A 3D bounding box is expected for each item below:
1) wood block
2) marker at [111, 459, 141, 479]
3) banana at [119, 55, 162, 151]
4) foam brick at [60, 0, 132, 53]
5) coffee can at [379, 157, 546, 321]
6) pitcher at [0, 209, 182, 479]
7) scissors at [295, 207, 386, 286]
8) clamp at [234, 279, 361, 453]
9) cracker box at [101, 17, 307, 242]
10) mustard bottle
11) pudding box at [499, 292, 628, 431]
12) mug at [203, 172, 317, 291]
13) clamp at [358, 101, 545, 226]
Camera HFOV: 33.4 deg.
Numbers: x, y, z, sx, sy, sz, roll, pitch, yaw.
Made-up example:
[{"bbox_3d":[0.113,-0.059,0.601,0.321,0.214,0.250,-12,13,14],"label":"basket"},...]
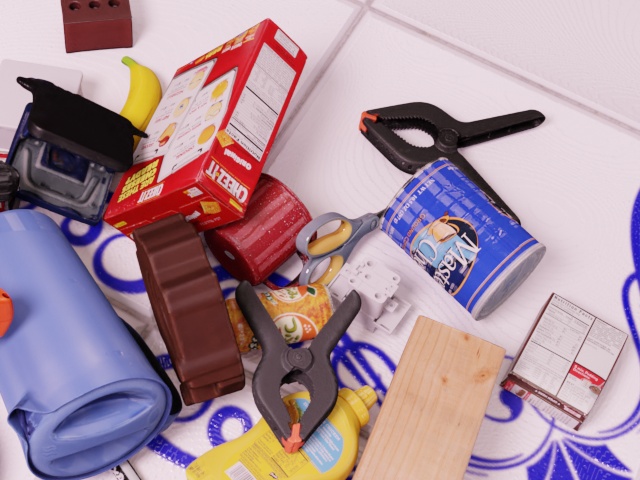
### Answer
[{"bbox_3d":[0.090,0.186,0.983,0.090,0.091,0.206,22,60,6],"label":"wood block"},{"bbox_3d":[-0.180,0.210,0.975,0.020,0.020,0.121,-31,68,-23],"label":"marker"},{"bbox_3d":[-0.218,-0.124,1.160,0.070,0.037,0.197,2,52,26],"label":"banana"},{"bbox_3d":[-0.256,-0.253,1.219,0.078,0.051,0.053,-8,61,-12],"label":"foam brick"},{"bbox_3d":[0.145,-0.002,1.095,0.102,0.103,0.140,-37,70,-25],"label":"coffee can"},{"bbox_3d":[-0.236,0.088,0.973,0.145,0.149,0.243,-27,55,-15],"label":"pitcher"},{"bbox_3d":[0.042,-0.001,1.121,0.016,0.096,0.201,32,28,32],"label":"scissors"},{"bbox_3d":[-0.013,0.110,0.984,0.120,0.039,0.171,-5,61,-5],"label":"clamp"},{"bbox_3d":[-0.114,-0.105,1.087,0.072,0.165,0.213,39,54,-29],"label":"cracker box"},{"bbox_3d":[-0.023,0.194,0.982,0.191,0.058,0.096,-34,60,-24],"label":"mustard bottle"},{"bbox_3d":[0.246,0.120,1.074,0.090,0.039,0.113,30,59,11],"label":"pudding box"},{"bbox_3d":[-0.057,0.001,1.083,0.081,0.093,0.117,-42,108,-22],"label":"mug"},{"bbox_3d":[0.148,-0.112,1.198,0.210,0.036,0.164,23,60,7],"label":"clamp"}]
